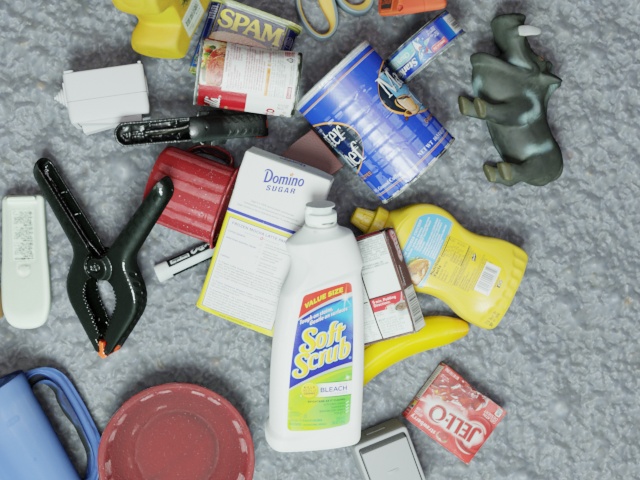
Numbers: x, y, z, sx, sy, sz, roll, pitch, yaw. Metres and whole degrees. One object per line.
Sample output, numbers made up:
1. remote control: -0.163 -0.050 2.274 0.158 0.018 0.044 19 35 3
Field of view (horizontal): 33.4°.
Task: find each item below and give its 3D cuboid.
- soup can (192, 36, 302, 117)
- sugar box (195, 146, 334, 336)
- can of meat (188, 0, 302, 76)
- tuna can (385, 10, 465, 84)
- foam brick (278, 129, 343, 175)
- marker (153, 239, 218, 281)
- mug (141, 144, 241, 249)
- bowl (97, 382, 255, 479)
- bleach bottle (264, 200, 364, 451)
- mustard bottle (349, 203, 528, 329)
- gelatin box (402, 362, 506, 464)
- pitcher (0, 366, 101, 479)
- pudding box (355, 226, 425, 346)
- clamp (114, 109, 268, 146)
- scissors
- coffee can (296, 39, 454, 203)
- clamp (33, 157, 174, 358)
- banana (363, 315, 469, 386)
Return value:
1. soup can: -0.073 -0.163 1.067 0.102 0.068 0.068 7 89 -6
2. sugar box: -0.057 0.001 1.095 0.093 0.048 0.176 21 102 3
3. can of meat: -0.081 -0.200 1.126 0.102 0.057 0.084 19 91 -6
4. tuna can: 0.111 -0.205 1.133 0.086 0.086 0.034 -41 93 -5
5. foam brick: -0.024 -0.073 1.135 0.078 0.051 0.053 -39 94 -5
6. marker: -0.119 0.011 1.141 0.121 0.020 0.020 -24 93 -6
7. mug: -0.130 -0.057 1.110 0.081 0.093 0.117 20 55 2
8. bowl: -0.150 0.226 1.120 0.162 0.055 0.162 0 90 -7
9. bleach bottle: -0.007 0.084 1.067 0.102 0.068 0.251 -3 109 -8
10. mustard bottle: 0.120 0.014 1.149 0.191 0.058 0.096 26 87 -6
11. gelatin box: 0.147 0.189 1.166 0.089 0.030 0.073 38 86 -5
12. pitcher: -0.291 0.256 1.076 0.149 0.145 0.243 -29 97 6
13. pudding box: 0.048 0.051 1.113 0.090 0.039 0.113 -17 91 23
14. clamp: -0.108 -0.114 1.079 0.171 0.120 0.039 -13 107 -41
15. scissors: -0.001 -0.318 1.155 0.096 0.016 0.202 -12 92 -8
16. coffee can: 0.056 -0.124 1.118 0.103 0.103 0.140 -43 95 -5
17. clamp: -0.212 0.019 1.088 0.165 0.036 0.210 3 106 27
18. banana: 0.069 0.132 1.157 0.198 0.037 0.069 -38 124 -2
